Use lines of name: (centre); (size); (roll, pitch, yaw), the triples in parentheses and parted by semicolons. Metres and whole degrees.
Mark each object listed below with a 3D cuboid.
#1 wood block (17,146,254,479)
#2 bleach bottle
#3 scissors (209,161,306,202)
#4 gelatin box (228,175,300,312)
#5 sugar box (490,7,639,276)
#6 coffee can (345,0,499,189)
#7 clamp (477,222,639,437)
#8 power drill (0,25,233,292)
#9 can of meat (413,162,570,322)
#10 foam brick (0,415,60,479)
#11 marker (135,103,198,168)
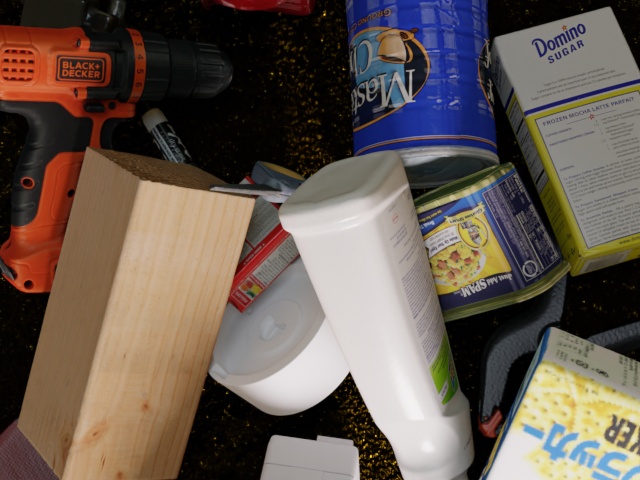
wood block: (-0.128, 0.051, 0.728); (0.091, 0.090, 0.206); (27, 105, 50)
bleach bottle: (0.051, 0.073, 0.709); (0.068, 0.102, 0.251); (-10, 109, 26)
scissors: (-0.040, -0.040, 0.730); (0.096, 0.201, 0.016); (25, 100, 34)
gelatin box: (-0.055, 0.001, 0.776); (0.073, 0.030, 0.089); (-45, 36, -1)
sugar box: (0.191, -0.072, 0.754); (0.093, 0.048, 0.176); (-15, 69, -5)
coffee can: (0.071, -0.116, 0.762); (0.103, 0.102, 0.140); (-4, 81, 7)
clamp: (0.164, 0.063, 0.756); (0.171, 0.039, 0.120); (-39, 72, -7)
power drill: (-0.156, -0.059, 0.765); (0.184, 0.057, 0.188); (0, 106, -26)
can of meat: (0.106, 0.001, 0.733); (0.057, 0.102, 0.084); (-33, 97, -41)
foam brick: (-0.203, 0.172, 0.781); (0.078, 0.053, 0.051); (43, 89, 13)
marker: (-0.115, -0.072, 0.823); (0.020, 0.020, 0.121); (-33, 79, 1)
